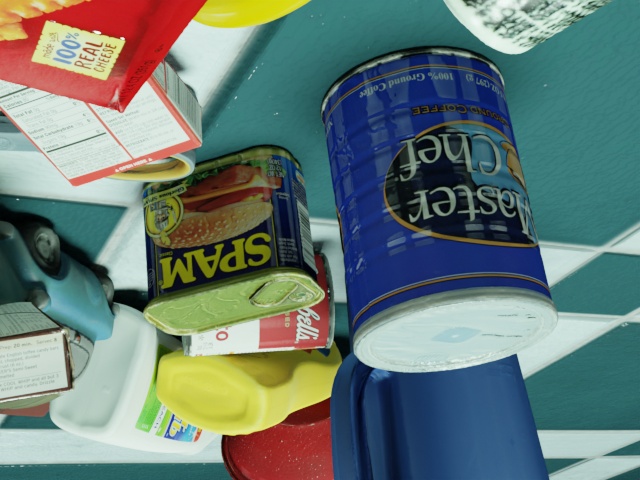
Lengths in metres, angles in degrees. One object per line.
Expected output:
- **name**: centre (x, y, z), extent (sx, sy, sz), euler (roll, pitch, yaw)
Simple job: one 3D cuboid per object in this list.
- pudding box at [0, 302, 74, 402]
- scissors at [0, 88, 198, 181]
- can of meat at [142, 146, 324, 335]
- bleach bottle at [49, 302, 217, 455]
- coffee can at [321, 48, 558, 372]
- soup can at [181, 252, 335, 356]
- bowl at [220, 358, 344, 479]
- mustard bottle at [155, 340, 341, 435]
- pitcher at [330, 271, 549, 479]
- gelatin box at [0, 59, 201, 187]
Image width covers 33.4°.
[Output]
- **pudding box**: centre (-0.198, 0.064, 0.573), extent (0.113, 0.039, 0.090), euler (-9, -170, -24)
- **scissors**: centre (-0.150, -0.063, 0.544), extent (0.201, 0.016, 0.096), euler (8, 150, -31)
- **can of meat**: centre (-0.054, 0.001, 0.627), extent (0.102, 0.084, 0.057), euler (-14, 155, 15)
- **bleach bottle**: centre (-0.128, 0.123, 0.880), extent (0.068, 0.102, 0.250), euler (13, 170, 18)
- **coffee can**: centre (0.059, -0.014, 0.559), extent (0.102, 0.140, 0.103), euler (-6, 156, -3)
- **soup can**: centre (-0.046, 0.045, 0.745), extent (0.102, 0.068, 0.068), euler (-3, 155, -10)
- **bowl**: centre (-0.011, 0.146, 0.912), extent (0.162, 0.162, 0.055), euler (-8, 124, 2)
- **mustard bottle**: centre (-0.037, 0.100, 0.836), extent (0.096, 0.058, 0.191), euler (11, -171, 26)
- **pitcher**: centre (0.076, 0.116, 0.724), extent (0.145, 0.243, 0.149), euler (-7, 156, 0)
- **gelatin box**: centre (-0.107, -0.070, 0.502), extent (0.073, 0.030, 0.089), euler (-17, 140, 15)
